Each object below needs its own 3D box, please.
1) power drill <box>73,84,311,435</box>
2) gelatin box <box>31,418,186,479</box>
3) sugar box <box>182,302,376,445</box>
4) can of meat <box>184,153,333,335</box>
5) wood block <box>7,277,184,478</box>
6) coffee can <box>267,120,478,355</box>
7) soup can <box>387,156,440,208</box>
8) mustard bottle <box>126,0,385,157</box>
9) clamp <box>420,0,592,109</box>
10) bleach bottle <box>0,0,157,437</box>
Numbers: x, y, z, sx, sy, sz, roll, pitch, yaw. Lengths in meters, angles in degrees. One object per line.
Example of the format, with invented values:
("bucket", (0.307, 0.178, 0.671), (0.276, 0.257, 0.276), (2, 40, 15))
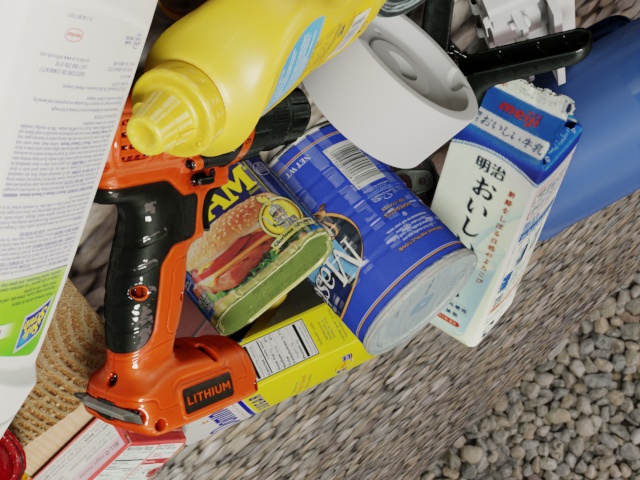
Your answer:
("power drill", (-0.071, 0.001, 0.595), (0.184, 0.057, 0.188), (-15, 111, -51))
("gelatin box", (-0.135, 0.140, 0.658), (0.089, 0.030, 0.073), (-44, 159, 9))
("sugar box", (-0.034, 0.098, 0.827), (0.176, 0.048, 0.093), (-26, 162, -15))
("can of meat", (-0.055, 0.001, 0.705), (0.102, 0.084, 0.057), (-39, 161, -6))
("wood block", (-0.165, 0.108, 0.713), (0.090, 0.090, 0.206), (-37, 161, -13))
("coffee can", (0.029, -0.003, 0.769), (0.102, 0.140, 0.103), (-36, 160, -16))
("soup can", (0.073, -0.035, 0.896), (0.068, 0.068, 0.102), (-43, 161, 3))
("mustard bottle", (-0.031, -0.091, 0.505), (0.096, 0.058, 0.191), (-47, -177, 42))
("clamp", (0.096, -0.115, 0.722), (0.172, 0.120, 0.039), (-53, -170, 50))
("bleach bottle", (-0.142, -0.001, 0.434), (0.102, 0.068, 0.251), (-11, 122, -64))
